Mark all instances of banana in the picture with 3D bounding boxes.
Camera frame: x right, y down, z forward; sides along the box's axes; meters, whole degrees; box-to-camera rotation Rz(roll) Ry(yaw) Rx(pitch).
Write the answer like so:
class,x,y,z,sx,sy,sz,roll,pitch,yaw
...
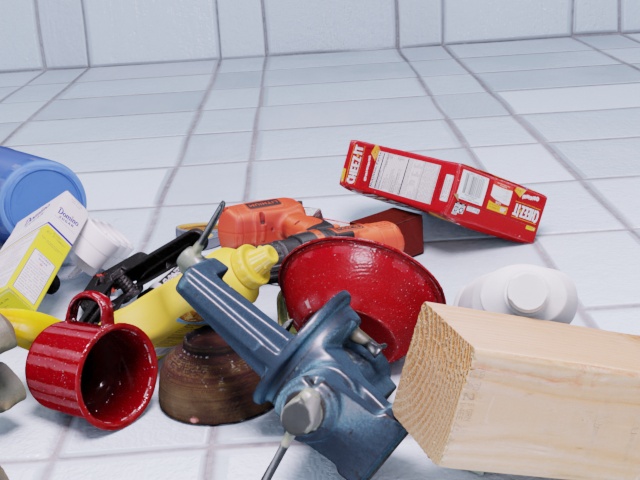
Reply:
class,x,y,z,sx,sy,sz,roll,pitch,yaw
banana,-0.268,0.092,1.012,0.069,0.037,0.198,6,-11,-6

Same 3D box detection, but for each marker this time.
class,x,y,z,sx,sy,sz,roll,pitch,yaw
marker,-0.182,0.050,1.242,0.020,0.020,0.121,2,19,17

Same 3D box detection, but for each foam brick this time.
class,x,y,z,sx,sy,sz,roll,pitch,yaw
foam brick,0.082,-0.003,1.304,0.078,0.051,0.053,-18,24,-37

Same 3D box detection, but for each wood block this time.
class,x,y,z,sx,sy,sz,roll,pitch,yaw
wood block,0.169,0.114,0.770,0.205,0.090,0.091,10,14,-21

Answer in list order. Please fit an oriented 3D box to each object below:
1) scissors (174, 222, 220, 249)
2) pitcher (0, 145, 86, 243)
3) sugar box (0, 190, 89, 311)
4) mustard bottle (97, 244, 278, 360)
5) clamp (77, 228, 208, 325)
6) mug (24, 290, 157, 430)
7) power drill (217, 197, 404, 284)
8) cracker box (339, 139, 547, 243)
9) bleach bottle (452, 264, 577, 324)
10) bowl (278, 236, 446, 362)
class,x,y,z,sx,sy,sz,roll,pitch,yaw
scissors,-0.106,-0.004,1.397,0.202,0.016,0.096,3,21,22
pitcher,-0.378,-0.049,1.368,0.149,0.145,0.243,-20,16,-28
sugar box,-0.320,0.027,1.161,0.093,0.048,0.176,-28,25,29
mustard bottle,-0.115,0.055,0.999,0.192,0.058,0.096,-31,-18,28
clamp,-0.204,0.041,1.154,0.164,0.036,0.210,-38,13,-13
mug,-0.205,0.103,0.939,0.082,0.117,0.093,5,7,38
power drill,-0.033,0.002,1.131,0.184,0.057,0.188,-8,17,-34
cracker box,0.152,-0.063,1.361,0.163,0.072,0.214,15,3,-38
bleach bottle,0.162,0.057,0.912,0.102,0.068,0.250,0,-9,8
bowl,0.032,0.069,0.984,0.162,0.162,0.055,3,48,19
